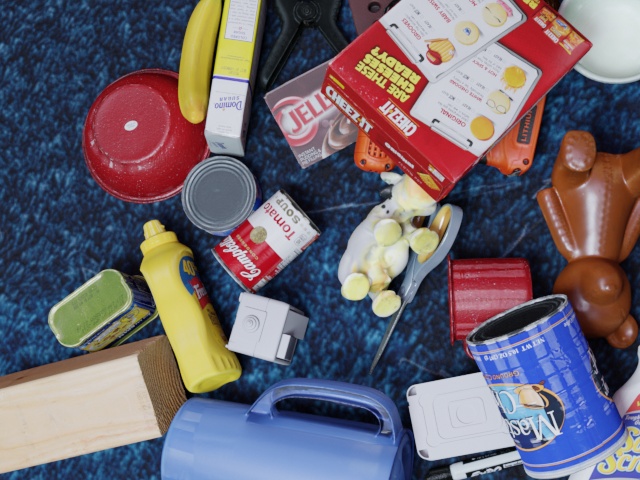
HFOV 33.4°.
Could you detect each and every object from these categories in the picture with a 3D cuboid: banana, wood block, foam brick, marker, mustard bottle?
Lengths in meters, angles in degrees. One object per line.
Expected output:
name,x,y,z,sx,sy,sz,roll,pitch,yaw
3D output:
banana,-0.137,-0.204,1.196,0.037,0.070,0.198,10,63,-11
wood block,-0.257,0.174,1.129,0.206,0.090,0.090,-15,96,15
foam brick,0.063,-0.249,1.179,0.053,0.051,0.078,-16,77,8
marker,0.165,0.229,1.089,0.121,0.020,0.020,-16,77,8
mustard bottle,-0.147,0.066,1.143,0.058,0.096,0.192,-26,76,7

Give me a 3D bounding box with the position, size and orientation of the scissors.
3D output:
scissors,0.091,0.039,1.133,0.016,0.096,0.202,20,115,-21

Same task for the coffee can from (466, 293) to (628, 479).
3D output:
coffee can,0.211,0.135,0.994,0.103,0.103,0.140,-25,94,6

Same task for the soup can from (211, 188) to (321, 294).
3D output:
soup can,-0.058,0.001,1.151,0.102,0.068,0.068,-41,75,1

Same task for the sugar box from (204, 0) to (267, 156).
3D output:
sugar box,-0.093,-0.189,1.176,0.048,0.093,0.176,10,81,0

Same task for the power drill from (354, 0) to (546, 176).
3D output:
power drill,0.137,-0.149,1.116,0.187,0.057,0.184,11,92,0

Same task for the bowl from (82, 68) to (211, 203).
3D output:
bowl,-0.205,-0.126,1.211,0.162,0.055,0.162,-2,80,12

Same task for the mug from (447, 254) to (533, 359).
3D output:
mug,0.172,0.070,1.088,0.081,0.093,0.117,-2,110,6

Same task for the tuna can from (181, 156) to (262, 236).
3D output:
tuna can,-0.109,-0.048,1.188,0.086,0.033,0.086,-2,80,11

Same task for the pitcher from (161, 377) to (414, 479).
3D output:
pitcher,-0.031,0.222,1.075,0.243,0.145,0.149,10,64,16

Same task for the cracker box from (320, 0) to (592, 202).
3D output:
cracker box,0.131,-0.168,1.040,0.164,0.072,0.213,44,72,7

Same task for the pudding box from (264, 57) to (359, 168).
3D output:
pudding box,0.007,-0.144,1.162,0.113,0.039,0.090,-28,104,4

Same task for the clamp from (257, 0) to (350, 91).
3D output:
clamp,-0.023,-0.245,1.201,0.120,0.039,0.171,-11,77,-4

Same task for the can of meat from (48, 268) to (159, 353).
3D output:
can of meat,-0.236,0.078,1.165,0.102,0.084,0.057,-37,75,3
